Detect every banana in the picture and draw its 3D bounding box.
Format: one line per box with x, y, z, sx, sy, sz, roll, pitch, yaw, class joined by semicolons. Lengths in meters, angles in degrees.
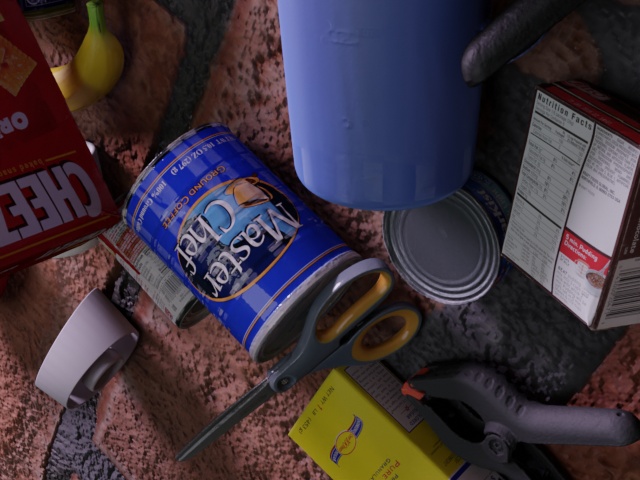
-0.212;-0.135;0.860;0.198;0.037;0.069;-12;101;45;banana

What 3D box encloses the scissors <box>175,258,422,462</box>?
-0.007;0.094;0.737;0.202;0.096;0.016;-51;40;20;scissors

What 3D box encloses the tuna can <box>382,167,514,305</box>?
0.083;-0.005;0.675;0.086;0.033;0.086;20;124;33;tuna can

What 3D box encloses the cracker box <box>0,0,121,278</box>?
-0.259;-0.077;0.752;0.072;0.163;0.214;-25;91;43;cracker box

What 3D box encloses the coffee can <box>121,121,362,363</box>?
-0.055;0.001;0.749;0.140;0.102;0.103;45;134;14;coffee can

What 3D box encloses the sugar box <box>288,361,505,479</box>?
0.065;0.170;0.775;0.176;0.048;0.093;44;133;16;sugar box

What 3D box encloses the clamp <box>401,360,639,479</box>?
0.131;0.122;0.697;0.172;0.039;0.120;33;128;24;clamp

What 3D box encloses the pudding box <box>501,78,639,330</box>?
0.147;-0.021;0.584;0.090;0.039;0.113;47;137;49;pudding box

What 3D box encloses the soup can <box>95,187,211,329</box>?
-0.119;0.011;0.834;0.102;0.068;0.069;46;134;12;soup can

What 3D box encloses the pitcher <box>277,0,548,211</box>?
0.045;-0.141;0.577;0.149;0.144;0.243;-129;31;-53;pitcher
